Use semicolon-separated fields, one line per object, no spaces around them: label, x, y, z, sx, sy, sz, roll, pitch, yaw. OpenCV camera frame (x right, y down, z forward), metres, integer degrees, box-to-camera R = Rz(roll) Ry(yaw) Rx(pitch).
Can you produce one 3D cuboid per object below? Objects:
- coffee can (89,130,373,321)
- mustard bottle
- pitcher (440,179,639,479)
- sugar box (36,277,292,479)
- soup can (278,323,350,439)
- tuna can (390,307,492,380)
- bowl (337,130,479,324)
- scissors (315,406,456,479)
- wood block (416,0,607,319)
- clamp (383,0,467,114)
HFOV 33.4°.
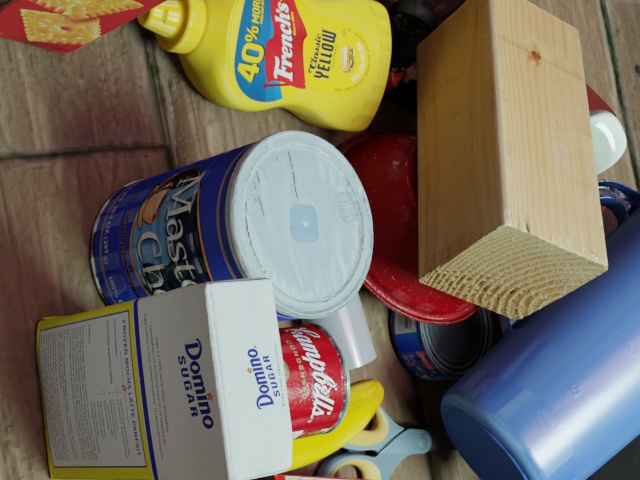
coffee can;-0.054;0.001;0.623;0.102;0.141;0.103;10;75;-42
mustard bottle;-0.038;-0.133;0.719;0.191;0.058;0.096;6;97;-41
pitcher;0.201;0.076;0.790;0.242;0.149;0.145;-37;128;-18
sugar box;-0.086;0.076;0.552;0.048;0.177;0.093;-3;83;-43
soup can;-0.043;0.086;0.619;0.102;0.069;0.068;-3;84;-37
tuna can;0.093;0.065;0.821;0.085;0.034;0.086;10;75;-42
bowl;0.083;-0.022;0.784;0.161;0.055;0.162;19;54;-28
scissors;0.063;0.165;0.785;0.201;0.016;0.096;27;66;-36
wood block;0.128;-0.063;0.741;0.090;0.090;0.206;21;53;-26
clamp;0.105;-0.157;0.873;0.171;0.039;0.120;-12;89;-44
